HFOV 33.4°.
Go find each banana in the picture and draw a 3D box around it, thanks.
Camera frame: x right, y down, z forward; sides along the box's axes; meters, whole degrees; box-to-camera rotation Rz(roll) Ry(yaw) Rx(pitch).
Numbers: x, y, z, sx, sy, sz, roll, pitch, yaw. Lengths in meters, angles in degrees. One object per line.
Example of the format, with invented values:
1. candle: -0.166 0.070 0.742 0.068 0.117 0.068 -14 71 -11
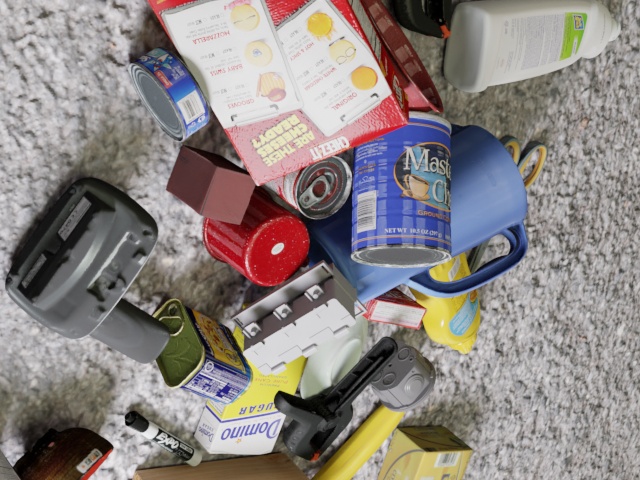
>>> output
1. banana: 0.044 0.271 1.356 0.197 0.037 0.070 -44 174 -18

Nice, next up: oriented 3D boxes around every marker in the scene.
1. marker: -0.176 0.221 1.192 0.020 0.020 0.121 -51 131 -5

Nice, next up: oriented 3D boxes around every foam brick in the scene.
1. foam brick: -0.109 -0.056 1.064 0.051 0.078 0.053 15 102 -39

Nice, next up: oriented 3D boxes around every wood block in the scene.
1. wood block: -0.114 0.317 1.239 0.205 0.091 0.090 1 112 -38

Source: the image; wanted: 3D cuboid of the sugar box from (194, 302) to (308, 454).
1. sugar box: -0.071 0.160 1.222 0.093 0.048 0.176 9 105 -40

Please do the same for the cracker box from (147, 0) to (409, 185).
1. cracker box: -0.035 -0.178 0.987 0.164 0.072 0.213 -21 119 18

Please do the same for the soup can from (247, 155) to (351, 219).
1. soup can: -0.024 -0.072 1.103 0.068 0.102 0.068 -17 121 -30

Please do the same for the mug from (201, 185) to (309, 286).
1. mug: -0.057 0.001 1.128 0.117 0.082 0.093 31 92 -42

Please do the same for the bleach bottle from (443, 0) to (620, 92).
1. bleach bottle: 0.261 -0.236 1.261 0.250 0.068 0.103 -11 119 -35

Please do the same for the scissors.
1. scissors: 0.217 -0.048 1.353 0.096 0.016 0.202 36 89 -40

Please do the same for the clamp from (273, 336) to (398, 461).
1. clamp: -0.004 0.202 1.243 0.164 0.036 0.210 -19 148 -33

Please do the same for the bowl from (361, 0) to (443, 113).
1. bowl: 0.061 -0.186 1.098 0.055 0.162 0.162 -32 134 17

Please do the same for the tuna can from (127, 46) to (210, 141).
1. tuna can: -0.141 -0.137 0.995 0.033 0.086 0.086 -37 129 -18

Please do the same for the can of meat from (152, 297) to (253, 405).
1. can of meat: -0.126 0.119 1.123 0.057 0.102 0.083 -45 136 13

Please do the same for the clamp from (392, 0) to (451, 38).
1. clamp: 0.092 -0.276 1.128 0.120 0.039 0.171 -39 129 -18

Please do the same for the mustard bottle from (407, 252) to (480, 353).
1. mustard bottle: 0.160 0.074 1.338 0.096 0.058 0.191 -58 139 -35

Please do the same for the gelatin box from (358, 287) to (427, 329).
1. gelatin box: 0.072 0.072 1.265 0.089 0.073 0.030 12 105 -40

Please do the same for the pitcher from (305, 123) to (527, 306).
1. pitcher: 0.109 -0.014 1.208 0.242 0.149 0.145 -29 126 -18

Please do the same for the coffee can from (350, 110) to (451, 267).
1. coffee can: 0.083 -0.050 1.094 0.102 0.103 0.140 12 73 -40
